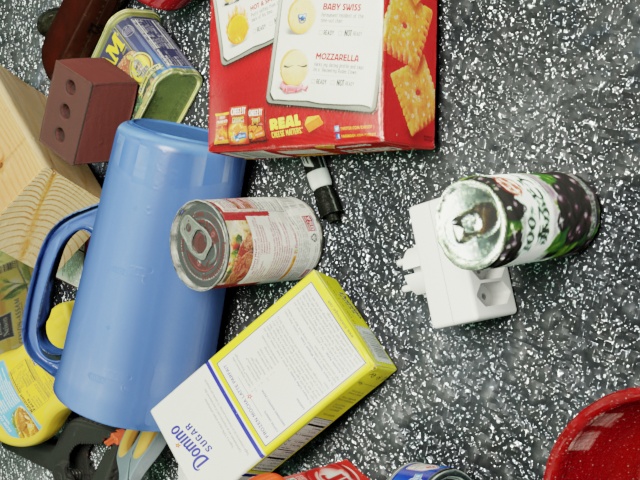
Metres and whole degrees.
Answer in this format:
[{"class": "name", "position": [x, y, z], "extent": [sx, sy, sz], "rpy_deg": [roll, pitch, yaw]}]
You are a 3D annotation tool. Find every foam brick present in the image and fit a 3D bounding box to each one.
[{"class": "foam brick", "position": [-0.198, -0.111, 0.912], "extent": [0.053, 0.051, 0.078], "rpy_deg": [35, 118, 33]}]

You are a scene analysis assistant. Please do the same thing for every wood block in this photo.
[{"class": "wood block", "position": [-0.288, -0.074, 1.012], "extent": [0.091, 0.090, 0.206], "rpy_deg": [-45, 47, 8]}]

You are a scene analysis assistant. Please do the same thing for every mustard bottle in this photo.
[{"class": "mustard bottle", "position": [-0.283, 0.148, 1.052], "extent": [0.192, 0.058, 0.096], "rpy_deg": [-38, 80, 22]}]

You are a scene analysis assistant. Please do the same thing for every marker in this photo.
[{"class": "marker", "position": [-0.008, -0.069, 0.828], "extent": [0.020, 0.020, 0.121], "rpy_deg": [-31, 72, 41]}]

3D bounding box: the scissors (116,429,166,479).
[{"class": "scissors", "position": [-0.180, 0.223, 0.946], "extent": [0.096, 0.016, 0.201], "rpy_deg": [-13, 45, 61]}]

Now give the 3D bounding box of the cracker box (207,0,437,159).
[{"class": "cracker box", "position": [0.001, -0.168, 0.764], "extent": [0.164, 0.071, 0.214], "rpy_deg": [0, 88, 40]}]

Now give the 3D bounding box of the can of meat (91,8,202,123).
[{"class": "can of meat", "position": [-0.159, -0.138, 0.947], "extent": [0.084, 0.057, 0.102], "rpy_deg": [52, 126, 25]}]

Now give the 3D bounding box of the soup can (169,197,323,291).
[{"class": "soup can", "position": [-0.055, 0.001, 0.821], "extent": [0.069, 0.102, 0.068], "rpy_deg": [4, 96, 44]}]

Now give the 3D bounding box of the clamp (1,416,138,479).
[{"class": "clamp", "position": [-0.247, 0.247, 1.072], "extent": [0.210, 0.036, 0.164], "rpy_deg": [-30, 71, 39]}]

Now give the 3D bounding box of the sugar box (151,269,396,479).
[{"class": "sugar box", "position": [-0.038, 0.114, 0.811], "extent": [0.176, 0.048, 0.093], "rpy_deg": [-41, 62, 15]}]

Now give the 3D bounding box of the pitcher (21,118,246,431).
[{"class": "pitcher", "position": [-0.147, 0.024, 0.892], "extent": [0.145, 0.149, 0.243], "rpy_deg": [28, 109, 53]}]
